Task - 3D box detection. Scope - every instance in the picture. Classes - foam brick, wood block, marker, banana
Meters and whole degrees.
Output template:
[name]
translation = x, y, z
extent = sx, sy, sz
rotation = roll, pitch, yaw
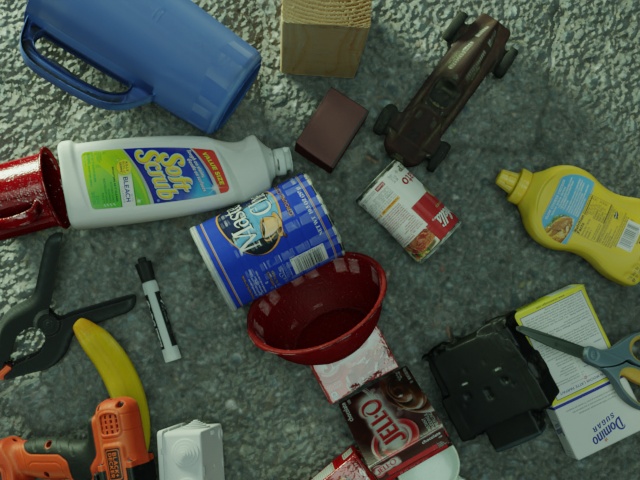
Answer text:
[foam brick]
translation = 0.012, -0.123, 1.202
extent = 0.051, 0.053, 0.078
rotation = 32, 84, 0
[wood block]
translation = 0.003, -0.243, 1.133
extent = 0.090, 0.206, 0.091
rotation = 3, 85, -2
[marker]
translation = -0.183, 0.077, 1.196
extent = 0.020, 0.020, 0.121
rotation = -18, 87, -4
[banana]
translation = -0.223, 0.179, 1.168
extent = 0.069, 0.037, 0.198
rotation = -8, 90, -32

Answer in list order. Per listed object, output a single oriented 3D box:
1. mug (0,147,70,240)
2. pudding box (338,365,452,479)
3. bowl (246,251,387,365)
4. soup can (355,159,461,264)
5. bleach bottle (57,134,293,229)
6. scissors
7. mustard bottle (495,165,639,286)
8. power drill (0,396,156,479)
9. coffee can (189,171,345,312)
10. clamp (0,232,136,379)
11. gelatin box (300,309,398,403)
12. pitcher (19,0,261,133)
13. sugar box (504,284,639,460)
[mug]
translation = -0.326, -0.042, 1.155
extent = 0.081, 0.117, 0.093
rotation = -15, 119, 1
[pudding box]
translation = 0.079, 0.198, 1.149
extent = 0.090, 0.113, 0.039
rotation = -29, 122, -1
[bowl]
translation = 0.004, 0.084, 1.157
extent = 0.162, 0.162, 0.055
rotation = -28, 123, -4
[soup can]
translation = 0.097, -0.032, 1.191
extent = 0.102, 0.068, 0.068
rotation = 44, 85, 2
[bleach bottle]
translation = -0.157, -0.078, 1.188
extent = 0.250, 0.068, 0.102
rotation = -10, 86, -5
[scissors]
translation = 0.306, 0.113, 1.166
extent = 0.201, 0.016, 0.096
rotation = 35, 64, -13
[mustard bottle]
translation = 0.286, -0.030, 1.203
extent = 0.191, 0.058, 0.096
rotation = 26, 86, 0
[power drill]
translation = -0.259, 0.267, 1.129
extent = 0.188, 0.057, 0.184
rotation = -11, 84, 18
[coffee can]
translation = -0.058, 0.001, 1.165
extent = 0.140, 0.103, 0.103
rotation = -27, 87, -4
[clamp]
translation = -0.289, 0.090, 1.180
extent = 0.120, 0.039, 0.171
rotation = 34, 93, -9
[gelatin box]
translation = 0.032, 0.130, 1.195
extent = 0.089, 0.030, 0.073
rotation = -28, 87, -4
[pitcher]
translation = -0.195, -0.216, 1.165
extent = 0.243, 0.145, 0.149
rotation = 34, 113, -2
[sugar box]
translation = 0.285, 0.146, 1.196
extent = 0.093, 0.048, 0.176
rotation = -23, 90, -6
